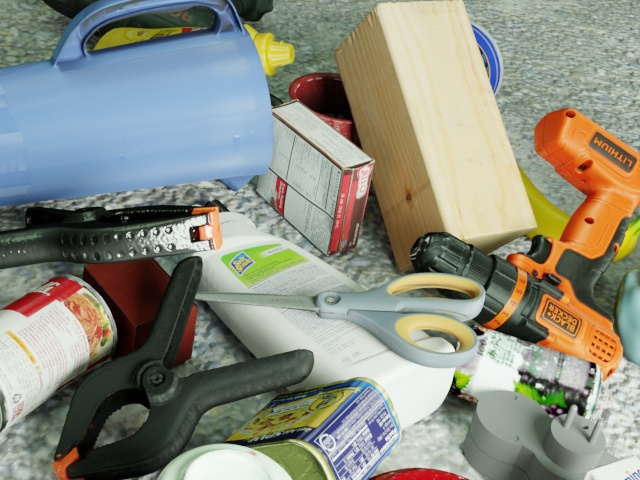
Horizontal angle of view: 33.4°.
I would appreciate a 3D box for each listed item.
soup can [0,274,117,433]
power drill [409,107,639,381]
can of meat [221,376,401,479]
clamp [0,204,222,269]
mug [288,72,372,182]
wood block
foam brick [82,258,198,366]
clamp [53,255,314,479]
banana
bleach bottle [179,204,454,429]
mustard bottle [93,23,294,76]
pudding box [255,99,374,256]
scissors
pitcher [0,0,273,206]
[{"bbox_3d":[-0.192,0.074,0.694,0.069,0.068,0.102,28,38,21],"label":"soup can"},{"bbox_3d":[0.173,-0.006,0.824,0.184,0.057,0.187,32,69,-14],"label":"power drill"},{"bbox_3d":[-0.011,0.129,0.650,0.102,0.057,0.083,-17,12,38],"label":"can of meat"},{"bbox_3d":[-0.166,-0.006,0.762,0.210,0.036,0.164,-4,12,12],"label":"clamp"},{"bbox_3d":[0.020,-0.093,0.982,0.117,0.081,0.093,27,37,21],"label":"mug"},{"bbox_3d":[0.093,-0.088,0.899,0.090,0.091,0.206,-9,77,-28],"label":"wood block"},{"bbox_3d":[-0.130,0.051,0.758,0.051,0.053,0.078,-17,44,-35],"label":"foam brick"},{"bbox_3d":[-0.103,0.085,0.679,0.171,0.039,0.120,-32,54,-19],"label":"clamp"},{"bbox_3d":[0.213,-0.024,0.957,0.037,0.070,0.198,17,9,-43],"label":"banana"},{"bbox_3d":[-0.021,0.045,0.794,0.102,0.068,0.251,-19,43,-34],"label":"bleach bottle"},{"bbox_3d":[-0.118,-0.178,1.036,0.192,0.058,0.096,1,26,16],"label":"mustard bottle"},{"bbox_3d":[-0.007,-0.054,0.913,0.039,0.090,0.114,-19,44,-36],"label":"pudding box"},{"bbox_3d":[0.018,0.055,0.714,0.201,0.016,0.096,-5,37,-10],"label":"scissors"},{"bbox_3d":[-0.169,-0.110,0.882,0.242,0.145,0.149,-11,77,-18],"label":"pitcher"}]
